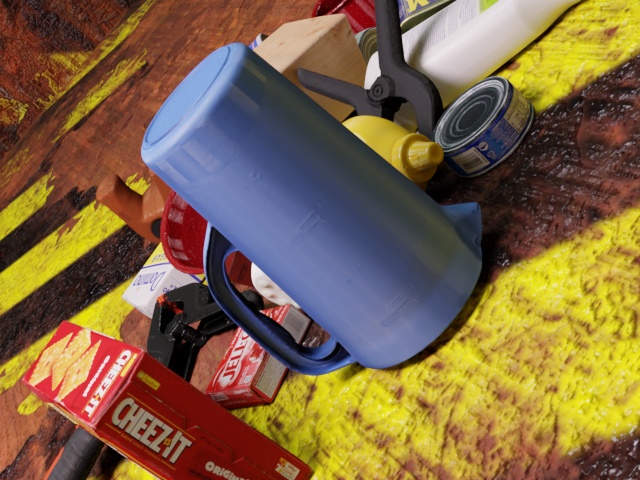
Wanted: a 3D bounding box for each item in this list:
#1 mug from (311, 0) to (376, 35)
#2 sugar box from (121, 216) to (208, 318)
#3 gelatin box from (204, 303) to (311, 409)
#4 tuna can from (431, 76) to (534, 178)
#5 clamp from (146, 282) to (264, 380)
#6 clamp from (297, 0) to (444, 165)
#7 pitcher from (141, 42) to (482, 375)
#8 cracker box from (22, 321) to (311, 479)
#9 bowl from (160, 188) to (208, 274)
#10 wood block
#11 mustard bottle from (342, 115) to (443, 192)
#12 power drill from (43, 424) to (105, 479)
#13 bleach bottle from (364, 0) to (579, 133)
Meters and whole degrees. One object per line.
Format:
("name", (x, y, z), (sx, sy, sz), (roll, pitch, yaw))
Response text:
("mug", (0.045, -0.254, 1.231), (0.093, 0.081, 0.117), (-15, 40, 53))
("sugar box", (-0.152, 0.011, 1.225), (0.176, 0.048, 0.093), (-53, 23, -12))
("gelatin box", (-0.056, 0.102, 0.934), (0.073, 0.030, 0.089), (-18, 38, 51))
("tuna can", (0.134, -0.095, 0.892), (0.086, 0.033, 0.086), (-39, 25, 22))
("clamp", (-0.127, 0.087, 1.072), (0.164, 0.036, 0.210), (-50, 24, 7))
("clamp", (0.050, -0.130, 0.967), (0.120, 0.039, 0.171), (-37, 65, 31))
("pitcher", (-0.014, -0.018, 0.773), (0.145, 0.242, 0.149), (-20, 35, 52))
("cracker box", (-0.128, 0.142, 0.832), (0.072, 0.164, 0.214), (-57, 24, -14))
("bowl", (-0.094, -0.029, 1.134), (0.162, 0.055, 0.162), (-21, 54, 32))
("wood block", (-0.047, -0.131, 1.053), (0.090, 0.091, 0.205), (1, 38, 42))
("mustard bottle", (0.038, -0.060, 0.929), (0.058, 0.096, 0.192), (-39, 16, -31))
("power drill", (-0.253, 0.219, 1.062), (0.187, 0.057, 0.185), (-60, 14, -19))
("bleach bottle", (0.155, -0.195, 0.974), (0.251, 0.068, 0.102), (-31, 32, 31))
